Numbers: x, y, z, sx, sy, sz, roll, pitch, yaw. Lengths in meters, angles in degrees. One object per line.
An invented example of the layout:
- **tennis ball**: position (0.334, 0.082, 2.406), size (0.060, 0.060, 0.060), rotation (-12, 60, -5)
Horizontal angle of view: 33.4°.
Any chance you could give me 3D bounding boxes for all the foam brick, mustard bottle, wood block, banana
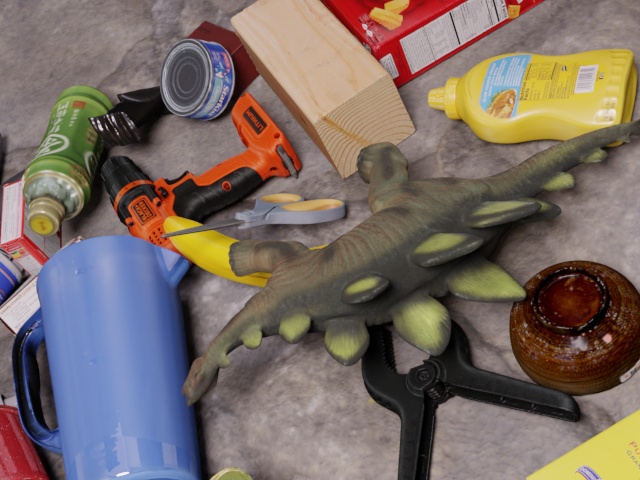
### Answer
- **foam brick**: position (-0.113, -0.203, 1.200), size (0.078, 0.051, 0.053), rotation (30, 70, 37)
- **mustard bottle**: position (0.193, -0.134, 1.004), size (0.192, 0.058, 0.096), rotation (3, 58, 26)
- **wood block**: position (-0.001, -0.171, 1.099), size (0.090, 0.090, 0.206), rotation (-34, 49, -2)
- **banana**: position (-0.055, 0.014, 0.998), size (0.198, 0.037, 0.069), rotation (5, 42, 4)

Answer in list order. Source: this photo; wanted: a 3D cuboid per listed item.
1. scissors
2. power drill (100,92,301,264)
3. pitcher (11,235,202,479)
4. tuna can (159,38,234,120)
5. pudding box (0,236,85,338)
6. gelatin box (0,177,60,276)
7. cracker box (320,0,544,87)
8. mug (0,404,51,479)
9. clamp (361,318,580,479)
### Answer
- **scissors**: position (-0.072, -0.024, 0.995), size (0.201, 0.016, 0.096), rotation (-7, 16, -29)
- **power drill**: position (-0.127, -0.070, 1.104), size (0.187, 0.057, 0.185), rotation (-37, 50, -3)
- **pitcher**: position (-0.183, 0.129, 0.935), size (0.144, 0.149, 0.243), rotation (5, 48, -25)
- **tuna can**: position (-0.133, -0.173, 1.147), size (0.086, 0.033, 0.086), rotation (-1, 89, 41)
- **pudding box**: position (-0.269, 0.045, 1.061), size (0.113, 0.039, 0.090), rotation (-46, 10, -10)
- **gelatin box**: position (-0.306, -0.010, 1.126), size (0.030, 0.073, 0.089), rotation (-21, 50, 10)
- **cracker box**: position (0.118, -0.276, 1.137), size (0.213, 0.072, 0.164), rotation (-31, 49, -1)
- **mug**: position (-0.297, 0.206, 0.937), size (0.082, 0.117, 0.093), rotation (50, 117, 36)
- **clamp**: position (0.085, 0.127, 0.869), size (0.164, 0.036, 0.210), rotation (-41, 46, -3)
